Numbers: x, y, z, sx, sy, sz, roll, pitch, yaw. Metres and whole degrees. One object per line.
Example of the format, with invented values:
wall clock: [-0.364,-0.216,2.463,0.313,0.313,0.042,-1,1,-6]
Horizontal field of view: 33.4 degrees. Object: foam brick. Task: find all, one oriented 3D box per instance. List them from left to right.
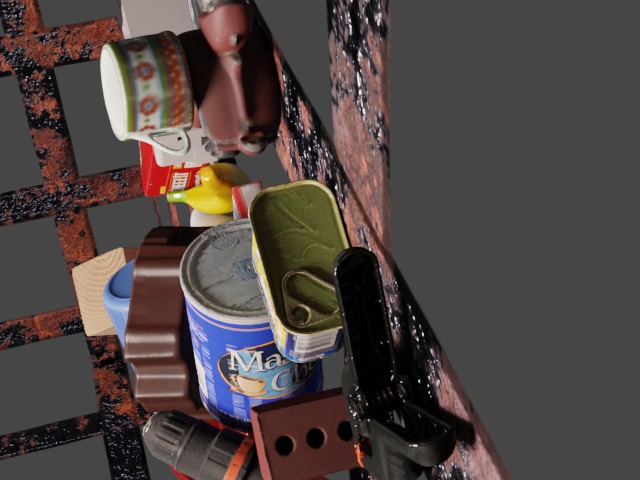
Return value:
foam brick: [-0.006,0.135,0.747,0.051,0.078,0.053,158,99,-81]

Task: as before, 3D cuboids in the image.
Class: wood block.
wood block: [-0.210,0.066,1.384,0.205,0.090,0.091,3,-112,-59]

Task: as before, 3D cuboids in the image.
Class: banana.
banana: [-0.100,-0.048,1.046,0.198,0.069,0.037,162,100,-71]

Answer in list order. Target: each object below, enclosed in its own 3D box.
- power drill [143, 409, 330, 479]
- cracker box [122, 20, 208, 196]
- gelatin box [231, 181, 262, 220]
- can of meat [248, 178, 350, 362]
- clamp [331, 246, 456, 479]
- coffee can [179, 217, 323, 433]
power drill: [-0.053,0.202,0.878,0.057,0.184,0.188,-62,-7,-15]
cracker box: [-0.160,-0.177,1.113,0.164,0.072,0.214,119,143,-63]
gelatin box: [-0.056,0.001,0.978,0.089,0.030,0.073,92,161,-56]
can of meat: [-0.012,0.024,0.705,0.084,0.057,0.102,101,154,-69]
clamp: [0.032,0.079,0.590,0.171,0.039,0.120,103,154,-67]
coffee can: [-0.050,0.067,0.823,0.140,0.102,0.103,88,165,-45]
